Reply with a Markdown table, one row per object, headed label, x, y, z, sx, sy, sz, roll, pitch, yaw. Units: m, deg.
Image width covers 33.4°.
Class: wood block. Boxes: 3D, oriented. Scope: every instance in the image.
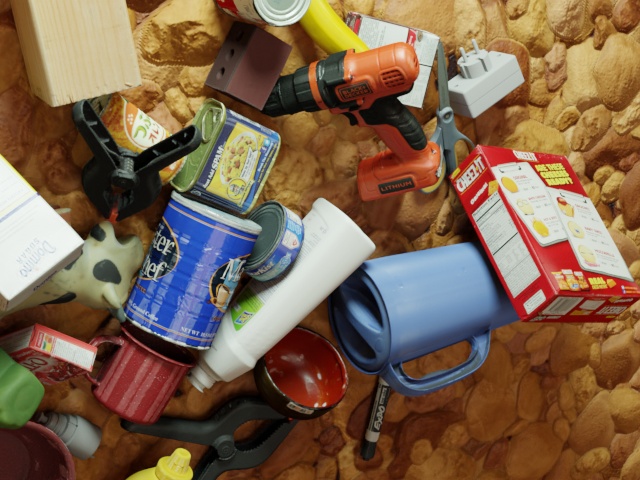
| label | x | y | z | sx | sy | sz | roll | pitch | yaw |
| --- | --- | --- | --- | --- | --- | --- | --- | --- | --- |
| wood block | -0.239 | -0.240 | 0.989 | 0.090 | 0.090 | 0.206 | -18 | 114 | -23 |

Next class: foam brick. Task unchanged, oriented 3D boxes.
| label | x | y | z | sx | sy | sz | roll | pitch | yaw |
| --- | --- | --- | --- | --- | --- | --- | --- | --- | --- |
| foam brick | -0.075 | -0.184 | 1.120 | 0.051 | 0.053 | 0.078 | 25 | 92 | -33 |

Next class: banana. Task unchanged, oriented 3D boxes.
| label | x | y | z | sx | sy | sz | roll | pitch | yaw |
| --- | --- | --- | --- | --- | --- | --- | --- | --- | --- |
| banana | -0.003 | -0.258 | 1.128 | 0.198 | 0.070 | 0.037 | 66 | 33 | -20 |

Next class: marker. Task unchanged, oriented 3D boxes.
| label | x | y | z | sx | sy | sz | roll | pitch | yaw |
| --- | --- | --- | --- | --- | --- | --- | --- | --- | --- |
| marker | 0.072 | 0.223 | 1.355 | 0.020 | 0.020 | 0.121 | 7 | 102 | -31 |

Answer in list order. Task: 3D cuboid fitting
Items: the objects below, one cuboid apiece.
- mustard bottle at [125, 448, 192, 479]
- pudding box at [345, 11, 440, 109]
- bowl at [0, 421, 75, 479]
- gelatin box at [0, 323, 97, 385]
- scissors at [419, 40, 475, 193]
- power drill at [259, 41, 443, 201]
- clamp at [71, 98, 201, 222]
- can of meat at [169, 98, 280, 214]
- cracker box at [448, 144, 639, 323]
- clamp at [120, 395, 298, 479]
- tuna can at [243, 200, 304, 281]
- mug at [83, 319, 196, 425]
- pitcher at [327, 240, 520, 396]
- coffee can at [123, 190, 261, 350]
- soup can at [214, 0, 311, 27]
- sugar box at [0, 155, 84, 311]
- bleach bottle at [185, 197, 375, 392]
| label | x | y | z | sx | sy | sz | roll | pitch | yaw |
| --- | --- | --- | --- | --- | --- | --- | --- | --- | --- |
| mustard bottle | -0.190 | 0.312 | 1.188 | 0.096 | 0.058 | 0.192 | 23 | 108 | -13 |
| pudding box | 0.073 | -0.202 | 1.207 | 0.113 | 0.039 | 0.090 | 8 | 103 | -29 |
| bowl | -0.341 | 0.250 | 1.111 | 0.161 | 0.055 | 0.162 | -9 | 110 | -27 |
| gelatin box | -0.282 | 0.117 | 1.083 | 0.073 | 0.089 | 0.030 | 30 | 56 | -34 |
| scissors | 0.132 | -0.131 | 1.249 | 0.096 | 0.016 | 0.201 | -37 | 134 | -7 |
| power drill | 0.042 | -0.125 | 1.169 | 0.187 | 0.185 | 0.057 | 55 | 33 | -43 |
| clamp | -0.180 | -0.072 | 1.043 | 0.120 | 0.172 | 0.039 | 13 | 59 | -3 |
| can of meat | -0.100 | -0.087 | 1.136 | 0.083 | 0.058 | 0.102 | 23 | 95 | -35 |
| cracker box | 0.266 | -0.005 | 1.271 | 0.163 | 0.214 | 0.072 | 3 | 143 | -38 |
| clamp | -0.119 | 0.247 | 1.246 | 0.209 | 0.036 | 0.164 | -15 | 114 | -20 |
| tuna can | -0.058 | 0.001 | 1.171 | 0.033 | 0.086 | 0.086 | 33 | 88 | -34 |
| mug | -0.201 | 0.139 | 1.134 | 0.117 | 0.093 | 0.081 | 26 | 97 | -37 |
| pitcher | 0.144 | 0.079 | 1.280 | 0.242 | 0.145 | 0.149 | -12 | 112 | -29 |
| coffee can | -0.136 | 0.031 | 1.127 | 0.102 | 0.103 | 0.140 | 21 | 95 | -33 |
| soup can | -0.060 | -0.254 | 1.077 | 0.068 | 0.102 | 0.068 | -9 | 111 | -26 |
| sugar box | -0.311 | -0.028 | 0.980 | 0.176 | 0.048 | 0.093 | 48 | 60 | 2 |
| bleach bottle | -0.055 | 0.068 | 1.198 | 0.251 | 0.103 | 0.068 | -45 | 116 | -2 |
